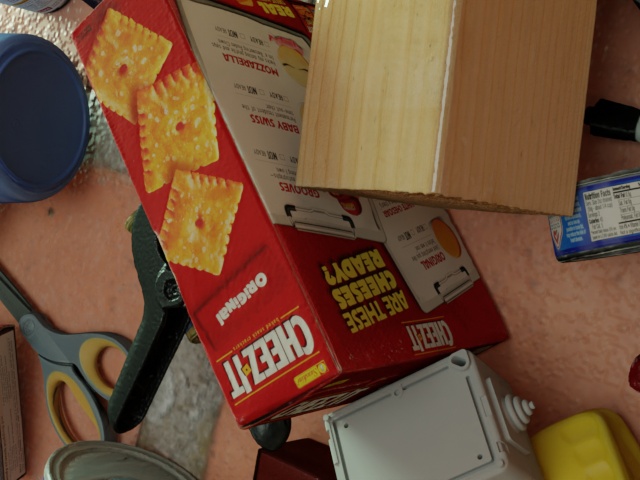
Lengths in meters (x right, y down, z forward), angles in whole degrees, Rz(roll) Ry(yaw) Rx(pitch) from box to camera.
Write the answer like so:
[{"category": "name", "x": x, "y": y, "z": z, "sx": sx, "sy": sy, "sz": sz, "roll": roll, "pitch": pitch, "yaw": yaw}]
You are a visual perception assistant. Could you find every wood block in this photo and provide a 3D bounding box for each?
[{"category": "wood block", "x": 0.059, "y": -0.118, "z": 0.460, "sx": 0.090, "sy": 0.090, "sz": 0.206, "roll": 7, "pitch": 91, "yaw": 51}]

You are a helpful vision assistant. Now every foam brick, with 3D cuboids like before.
[{"category": "foam brick", "x": -0.008, "y": 0.157, "z": 0.598, "sx": 0.051, "sy": 0.052, "sz": 0.078, "roll": 16, "pitch": 99, "yaw": 31}]

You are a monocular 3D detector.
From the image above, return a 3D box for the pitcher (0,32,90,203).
[{"category": "pitcher", "x": -0.282, "y": -0.072, "z": 0.737, "sx": 0.243, "sy": 0.149, "sz": 0.145, "roll": 3, "pitch": 56, "yaw": 29}]

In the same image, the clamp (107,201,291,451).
[{"category": "clamp", "x": -0.061, "y": 0.033, "z": 0.578, "sx": 0.120, "sy": 0.039, "sz": 0.171, "roll": 9, "pitch": 98, "yaw": 27}]

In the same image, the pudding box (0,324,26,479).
[{"category": "pudding box", "x": -0.255, "y": 0.114, "z": 0.737, "sx": 0.090, "sy": 0.039, "sz": 0.113, "roll": 0, "pitch": 102, "yaw": 10}]

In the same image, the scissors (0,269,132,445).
[{"category": "scissors", "x": -0.180, "y": 0.055, "z": 0.730, "sx": 0.096, "sy": 0.016, "sz": 0.202, "roll": -39, "pitch": 70, "yaw": 24}]

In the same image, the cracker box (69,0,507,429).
[{"category": "cracker box", "x": -0.013, "y": -0.024, "z": 0.538, "sx": 0.072, "sy": 0.163, "sz": 0.214, "roll": -34, "pitch": 72, "yaw": 31}]
